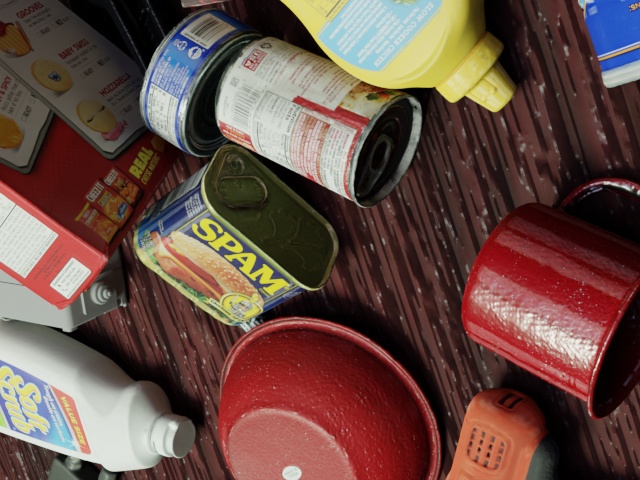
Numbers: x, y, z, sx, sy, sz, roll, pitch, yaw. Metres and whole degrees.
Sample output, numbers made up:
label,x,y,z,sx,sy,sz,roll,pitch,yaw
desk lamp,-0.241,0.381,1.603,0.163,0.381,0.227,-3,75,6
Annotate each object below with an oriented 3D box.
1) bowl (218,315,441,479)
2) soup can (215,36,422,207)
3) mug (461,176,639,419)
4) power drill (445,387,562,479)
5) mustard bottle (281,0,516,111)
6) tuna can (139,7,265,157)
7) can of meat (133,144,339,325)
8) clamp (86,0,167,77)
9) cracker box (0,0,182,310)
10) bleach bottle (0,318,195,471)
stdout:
label,x,y,z,sx,sy,sz,roll,pitch,yaw
bowl,-0.007,0.131,0.682,0.162,0.055,0.162,13,120,23
soup can,-0.002,-0.070,0.615,0.102,0.068,0.068,28,121,26
mug,0.132,0.021,0.545,0.082,0.093,0.117,28,90,31
power drill,0.147,0.196,0.608,0.188,0.057,0.184,23,119,28
mustard bottle,0.027,-0.137,0.556,0.191,0.058,0.096,41,130,-6
tuna can,-0.067,-0.094,0.643,0.034,0.086,0.086,32,123,21
can of meat,-0.054,0.001,0.669,0.102,0.057,0.084,41,135,-20
clamp,-0.126,-0.179,0.661,0.172,0.039,0.120,48,139,25
cracker box,-0.196,-0.081,0.645,0.213,0.164,0.072,37,129,-11
bleach bottle,-0.205,0.114,0.835,0.251,0.068,0.102,12,114,30
